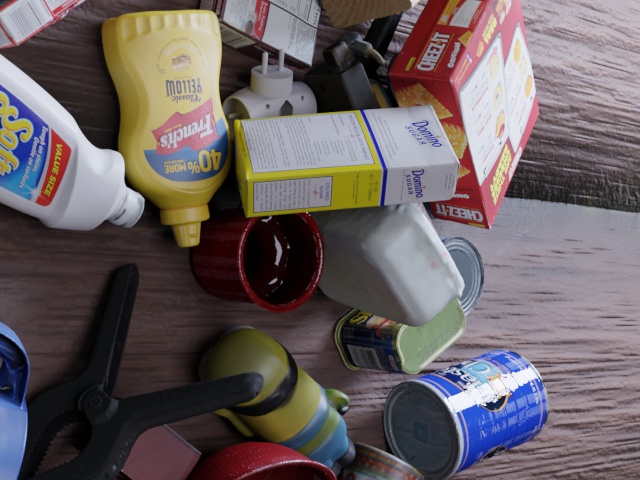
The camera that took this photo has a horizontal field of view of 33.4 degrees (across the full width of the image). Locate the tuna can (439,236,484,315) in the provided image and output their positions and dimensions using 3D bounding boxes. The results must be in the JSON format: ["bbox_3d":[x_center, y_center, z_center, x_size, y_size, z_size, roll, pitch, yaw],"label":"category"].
[{"bbox_3d":[0.131,0.038,1.113,0.085,0.034,0.086,-1,92,-41],"label":"tuna can"}]

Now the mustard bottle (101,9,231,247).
[{"bbox_3d":[-0.121,-0.090,0.878,0.096,0.058,0.191,-12,99,-37],"label":"mustard bottle"}]

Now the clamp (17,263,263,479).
[{"bbox_3d":[-0.170,0.121,0.823,0.210,0.165,0.036,-38,149,-12],"label":"clamp"}]

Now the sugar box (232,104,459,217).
[{"bbox_3d":[0.018,-0.067,0.892,0.176,0.093,0.048,-3,130,-10],"label":"sugar box"}]

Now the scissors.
[{"bbox_3d":[0.094,-0.108,1.057,0.096,0.016,0.201,-57,137,-9],"label":"scissors"}]

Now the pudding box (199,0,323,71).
[{"bbox_3d":[-0.050,-0.211,0.948,0.113,0.039,0.090,20,76,-42],"label":"pudding box"}]

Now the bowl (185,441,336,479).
[{"bbox_3d":[-0.068,0.222,0.905,0.162,0.055,0.162,-19,139,-18],"label":"bowl"}]

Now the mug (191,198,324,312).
[{"bbox_3d":[-0.056,0.001,0.920,0.093,0.082,0.117,10,85,-40],"label":"mug"}]

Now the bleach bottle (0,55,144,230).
[{"bbox_3d":[-0.228,-0.082,0.776,0.250,0.068,0.102,32,92,-38],"label":"bleach bottle"}]

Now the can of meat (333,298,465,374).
[{"bbox_3d":[0.078,0.086,1.037,0.101,0.084,0.057,-36,114,-34],"label":"can of meat"}]

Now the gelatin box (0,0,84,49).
[{"bbox_3d":[-0.214,-0.172,0.786,0.089,0.073,0.030,-45,119,-31],"label":"gelatin box"}]

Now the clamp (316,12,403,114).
[{"bbox_3d":[0.042,-0.160,1.028,0.171,0.039,0.120,-30,109,-36],"label":"clamp"}]

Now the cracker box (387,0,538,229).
[{"bbox_3d":[0.146,-0.141,1.044,0.164,0.072,0.213,-62,149,-28],"label":"cracker box"}]

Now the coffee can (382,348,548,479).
[{"bbox_3d":[0.149,0.176,1.087,0.140,0.103,0.103,-12,99,-40],"label":"coffee can"}]

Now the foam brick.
[{"bbox_3d":[-0.148,0.170,0.866,0.078,0.053,0.051,46,63,-30],"label":"foam brick"}]
